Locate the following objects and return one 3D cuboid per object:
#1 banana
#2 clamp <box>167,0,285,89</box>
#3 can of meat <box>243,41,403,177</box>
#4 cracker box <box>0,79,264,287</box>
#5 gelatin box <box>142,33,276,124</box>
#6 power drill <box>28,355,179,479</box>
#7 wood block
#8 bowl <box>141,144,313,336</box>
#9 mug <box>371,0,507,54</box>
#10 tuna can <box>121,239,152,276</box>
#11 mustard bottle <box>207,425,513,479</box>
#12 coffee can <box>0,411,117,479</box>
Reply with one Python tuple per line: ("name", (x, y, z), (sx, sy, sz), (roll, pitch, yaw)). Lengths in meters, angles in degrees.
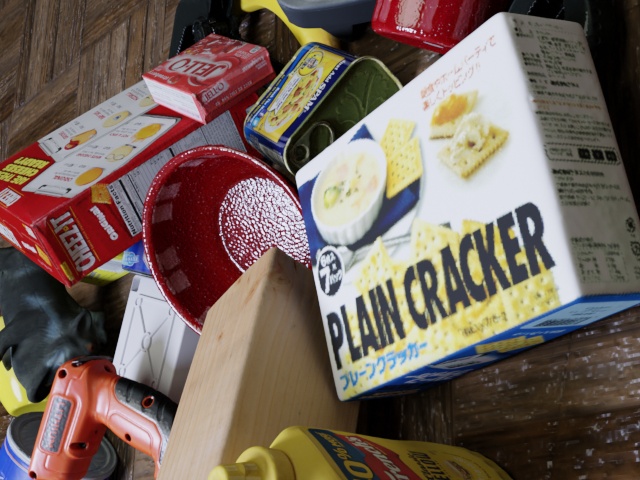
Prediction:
("banana", (-0.031, -0.196, 0.901), (0.198, 0.037, 0.069), (35, 134, 56))
("clamp", (-0.092, -0.194, 0.938), (0.210, 0.036, 0.164), (-7, 96, 62))
("can of meat", (-0.001, -0.093, 0.784), (0.102, 0.057, 0.084), (-51, 35, -3))
("cracker box", (-0.165, -0.062, 0.898), (0.213, 0.072, 0.164), (-36, 31, -21))
("gelatin box", (-0.089, -0.131, 0.849), (0.073, 0.030, 0.089), (-36, 34, -20))
("power drill", (-0.126, 0.178, 0.805), (0.188, 0.057, 0.184), (18, 92, 21))
("wood block", (-0.036, 0.117, 0.678), (0.090, 0.090, 0.206), (-44, 22, 36))
("bowl", (-0.055, 0.001, 0.804), (0.162, 0.055, 0.162), (11, 113, 28))
("mug", (0.081, -0.167, 0.703), (0.117, 0.093, 0.081), (-106, 31, -81))
("tuna can", (-0.123, 0.016, 0.899), (0.086, 0.086, 0.034), (8, 87, 54))
("mustard bottle", (0.024, 0.138, 0.567), (0.096, 0.191, 0.058), (44, 113, 50))
("coffee can", (-0.261, 0.244, 0.985), (0.103, 0.102, 0.140), (43, 112, 51))
